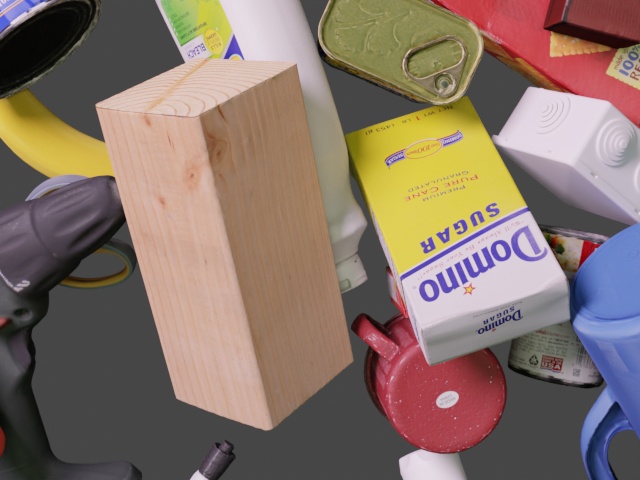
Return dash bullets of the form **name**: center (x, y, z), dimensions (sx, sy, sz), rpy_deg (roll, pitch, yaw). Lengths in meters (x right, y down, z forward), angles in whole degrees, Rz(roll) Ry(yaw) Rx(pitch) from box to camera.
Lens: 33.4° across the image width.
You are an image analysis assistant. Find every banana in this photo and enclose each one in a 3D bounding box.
- **banana**: center (-0.153, -0.065, 0.724), dimensions (0.197, 0.037, 0.069), rpy_deg (30, 93, -5)

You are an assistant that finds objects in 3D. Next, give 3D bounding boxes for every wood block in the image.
- **wood block**: center (-0.055, 0.001, 0.664), dimensions (0.090, 0.090, 0.206), rpy_deg (-34, 123, -40)

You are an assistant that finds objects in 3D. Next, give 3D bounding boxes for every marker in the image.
- **marker**: center (-0.098, 0.194, 0.760), dimensions (0.020, 0.020, 0.121), rpy_deg (34, 92, -6)

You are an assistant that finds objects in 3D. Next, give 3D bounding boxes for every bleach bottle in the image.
- **bleach bottle**: center (-0.027, -0.083, 0.698), dimensions (0.068, 0.103, 0.251), rpy_deg (-29, 98, -34)

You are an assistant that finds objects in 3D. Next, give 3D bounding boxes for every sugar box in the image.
- **sugar box**: center (0.083, -0.012, 0.681), dimensions (0.093, 0.176, 0.048), rpy_deg (-19, 136, -1)

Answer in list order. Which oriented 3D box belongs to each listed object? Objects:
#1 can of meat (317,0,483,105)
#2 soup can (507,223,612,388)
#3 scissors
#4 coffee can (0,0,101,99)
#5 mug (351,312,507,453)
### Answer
- **can of meat**: center (0.048, -0.129, 0.705), dimensions (0.102, 0.084, 0.057), rpy_deg (23, 93, -5)
- **soup can**: center (0.171, 0.044, 0.736), dimensions (0.068, 0.068, 0.102), rpy_deg (9, 95, -4)
- **scissors**: center (-0.225, -0.008, 0.721), dimensions (0.201, 0.016, 0.096), rpy_deg (7, 122, -4)
- **coffee can**: center (-0.221, -0.173, 0.668), dimensions (0.103, 0.103, 0.140), rpy_deg (-39, 87, 1)
- **mug**: center (0.070, 0.089, 0.727), dimensions (0.117, 0.081, 0.093), rpy_deg (40, 92, -6)
